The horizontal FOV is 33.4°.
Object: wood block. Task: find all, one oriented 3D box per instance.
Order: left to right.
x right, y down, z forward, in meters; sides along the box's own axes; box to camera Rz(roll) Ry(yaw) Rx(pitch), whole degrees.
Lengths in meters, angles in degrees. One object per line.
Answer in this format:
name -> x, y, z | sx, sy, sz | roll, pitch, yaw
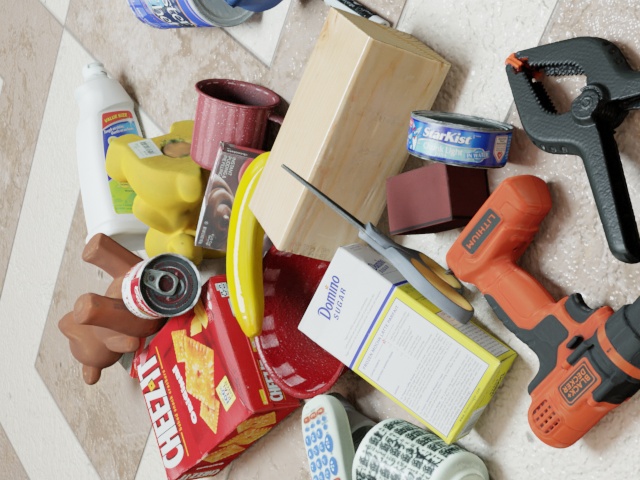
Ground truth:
wood block -> 0.023, -0.092, 0.971 | 0.206, 0.090, 0.091 | -66, 31, 20

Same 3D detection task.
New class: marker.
marker -> 0.026, -0.229, 1.047 | 0.121, 0.020, 0.020 | 44, 124, 42

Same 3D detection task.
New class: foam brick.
foam brick -> 0.102, -0.036, 0.930 | 0.078, 0.052, 0.051 | -15, 79, 50

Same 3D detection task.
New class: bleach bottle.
bleach bottle -> -0.269, -0.112, 1.354 | 0.068, 0.102, 0.251 | -32, 67, 42

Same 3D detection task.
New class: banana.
banana -> -0.066, -0.005, 1.067 | 0.070, 0.037, 0.198 | 15, 95, 56

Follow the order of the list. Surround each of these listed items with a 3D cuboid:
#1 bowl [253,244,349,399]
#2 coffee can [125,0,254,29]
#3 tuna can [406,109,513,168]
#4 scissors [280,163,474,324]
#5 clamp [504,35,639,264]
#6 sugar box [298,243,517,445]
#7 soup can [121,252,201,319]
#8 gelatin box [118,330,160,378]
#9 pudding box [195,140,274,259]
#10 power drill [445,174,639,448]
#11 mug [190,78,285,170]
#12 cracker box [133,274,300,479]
bowl -> -0.002, 0.074, 1.061 | 0.162, 0.055, 0.162 | 2, 92, 51
coffee can -> -0.143, -0.289, 1.191 | 0.141, 0.102, 0.103 | 12, 101, 51
tuna can -> 0.115, -0.084, 0.886 | 0.086, 0.085, 0.034 | 24, 111, 49
scissors -> 0.055, -0.001, 0.918 | 0.202, 0.096, 0.016 | 42, 104, 10
clamp -> 0.216, -0.103, 0.788 | 0.165, 0.036, 0.210 | -54, 42, 17
sugar box -> 0.073, 0.087, 0.931 | 0.176, 0.048, 0.093 | 38, 114, 25
soup can -> -0.177, 0.052, 1.172 | 0.102, 0.068, 0.068 | 164, 102, -68
gelatin box -> -0.246, 0.125, 1.390 | 0.089, 0.030, 0.073 | 39, 121, 43
pudding box -> -0.076, -0.040, 1.121 | 0.039, 0.090, 0.114 | -102, 28, -61
power drill -> 0.188, 0.039, 0.820 | 0.185, 0.057, 0.188 | -54, 50, 33
mug -> -0.084, -0.118, 1.145 | 0.117, 0.093, 0.081 | 17, 114, 12
cracker box -> -0.124, 0.159, 1.205 | 0.214, 0.071, 0.164 | -44, 57, 43
